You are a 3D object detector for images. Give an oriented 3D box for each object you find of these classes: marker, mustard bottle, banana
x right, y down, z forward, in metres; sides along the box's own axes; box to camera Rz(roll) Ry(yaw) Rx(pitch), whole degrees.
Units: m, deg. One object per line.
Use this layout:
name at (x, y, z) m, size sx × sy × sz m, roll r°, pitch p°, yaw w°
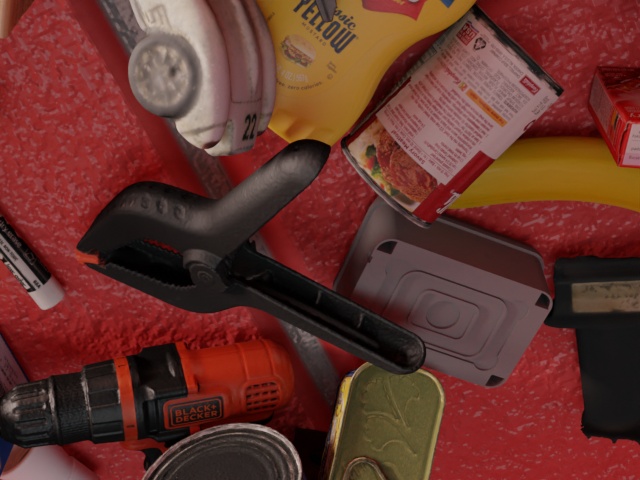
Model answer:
marker at (-0.196, -0.008, 0.640) m, size 0.020 × 0.020 × 0.121 m, roll -26°, pitch 117°, yaw 15°
mustard bottle at (0.029, -0.138, 0.534) m, size 0.096 × 0.058 × 0.192 m, roll 44°, pitch 113°, yaw -7°
banana at (0.154, -0.028, 0.611) m, size 0.197 × 0.037 × 0.070 m, roll 12°, pitch 120°, yaw -6°

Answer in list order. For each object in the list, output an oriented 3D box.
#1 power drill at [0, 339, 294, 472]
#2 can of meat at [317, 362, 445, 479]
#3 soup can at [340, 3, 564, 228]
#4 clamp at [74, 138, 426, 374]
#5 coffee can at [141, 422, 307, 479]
power drill at (-0.107, 0.153, 0.694) m, size 0.184 × 0.057 × 0.188 m, roll -7°, pitch 125°, yaw -12°
can of meat at (0.033, 0.126, 0.651) m, size 0.057 × 0.084 × 0.102 m, roll 13°, pitch 81°, yaw -4°
soup can at (0.069, -0.066, 0.566) m, size 0.068 × 0.068 × 0.102 m, roll 38°, pitch 106°, yaw -20°
clamp at (-0.054, 0.001, 0.578) m, size 0.210 × 0.036 × 0.164 m, roll 10°, pitch 141°, yaw 27°
coffee can at (-0.042, 0.196, 0.647) m, size 0.103 × 0.103 × 0.140 m, roll -12°, pitch 125°, yaw 8°
